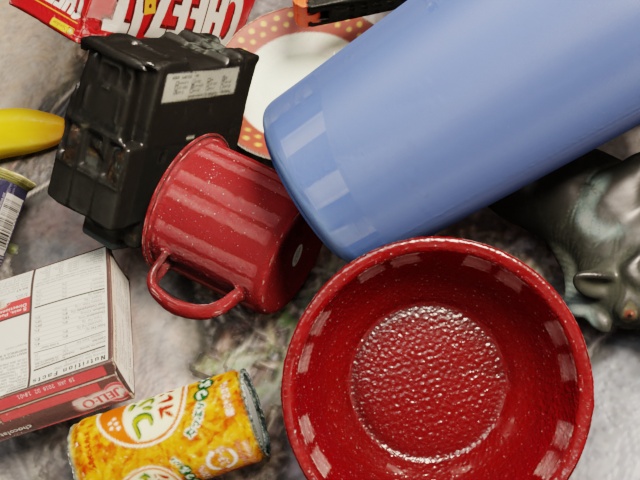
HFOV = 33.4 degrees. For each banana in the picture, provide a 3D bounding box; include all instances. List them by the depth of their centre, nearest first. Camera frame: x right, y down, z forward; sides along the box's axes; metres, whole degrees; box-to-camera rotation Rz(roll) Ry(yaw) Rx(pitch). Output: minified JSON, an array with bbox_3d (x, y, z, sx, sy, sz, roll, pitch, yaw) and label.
[{"bbox_3d":[-0.273,-0.046,0.751,0.197,0.037,0.069,-36,82,-5],"label":"banana"}]

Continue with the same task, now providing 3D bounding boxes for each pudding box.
[{"bbox_3d":[-0.161,0.060,0.645,0.090,0.039,0.113,-17,40,2],"label":"pudding box"}]

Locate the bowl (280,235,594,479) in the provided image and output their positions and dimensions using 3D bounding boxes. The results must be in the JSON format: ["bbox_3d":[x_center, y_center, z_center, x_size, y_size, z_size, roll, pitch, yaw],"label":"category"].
[{"bbox_3d":[0.060,0.079,0.573,0.162,0.055,0.162,0,89,1],"label":"bowl"}]

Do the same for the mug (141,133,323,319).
[{"bbox_3d":[-0.054,0.001,0.640,0.082,0.093,0.117,25,53,18],"label":"mug"}]

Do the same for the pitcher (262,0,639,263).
[{"bbox_3d":[0.092,-0.094,0.575,0.243,0.149,0.145,-31,82,13],"label":"pitcher"}]
